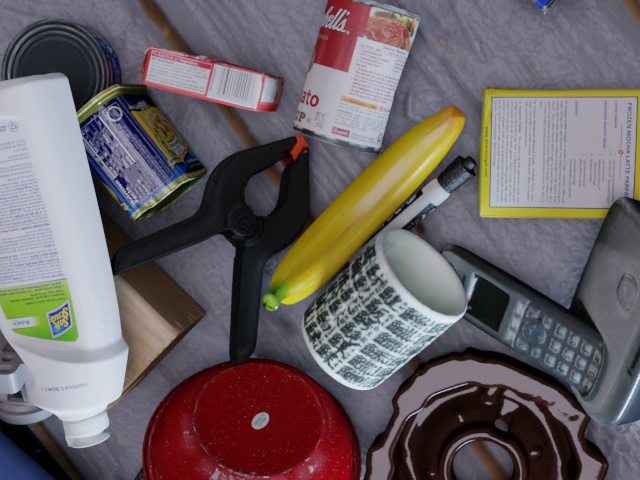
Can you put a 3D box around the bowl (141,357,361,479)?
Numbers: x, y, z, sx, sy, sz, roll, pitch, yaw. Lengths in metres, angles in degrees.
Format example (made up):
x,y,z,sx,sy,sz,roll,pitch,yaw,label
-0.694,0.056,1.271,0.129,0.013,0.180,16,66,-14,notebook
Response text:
x,y,z,sx,sy,sz,roll,pitch,yaw,label
-0.046,0.140,0.763,0.162,0.162,0.055,18,140,6,bowl

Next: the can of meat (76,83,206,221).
x,y,z,sx,sy,sz,roll,pitch,yaw,label
-0.133,-0.064,0.780,0.057,0.102,0.084,-38,92,10,can of meat

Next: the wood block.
x,y,z,sx,sy,sz,roll,pitch,yaw,label
-0.197,0.021,0.805,0.206,0.090,0.090,45,100,2,wood block

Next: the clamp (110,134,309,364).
x,y,z,sx,sy,sz,roll,pitch,yaw,label
-0.055,0.001,0.776,0.171,0.039,0.120,-46,106,-16,clamp

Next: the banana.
x,y,z,sx,sy,sz,roll,pitch,yaw,label
0.029,-0.018,0.764,0.037,0.070,0.197,45,80,-12,banana

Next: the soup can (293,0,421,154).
x,y,z,sx,sy,sz,roll,pitch,yaw,label
0.025,-0.120,0.765,0.068,0.068,0.102,17,100,6,soup can

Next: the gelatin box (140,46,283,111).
x,y,z,sx,sy,sz,roll,pitch,yaw,label
-0.078,-0.118,0.779,0.089,0.073,0.030,15,98,8,gelatin box

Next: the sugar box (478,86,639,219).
x,y,z,sx,sy,sz,roll,pitch,yaw,label
0.202,-0.062,0.757,0.176,0.048,0.093,2,98,6,sugar box

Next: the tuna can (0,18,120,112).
x,y,z,sx,sy,sz,roll,pitch,yaw,label
-0.197,-0.125,0.816,0.086,0.033,0.086,1,97,9,tuna can

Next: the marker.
x,y,z,sx,sy,sz,roll,pitch,yaw,label
0.067,-0.020,0.782,0.121,0.020,0.020,-41,90,25,marker

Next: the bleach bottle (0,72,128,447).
x,y,z,sx,sy,sz,roll,pitch,yaw,label
-0.193,0.019,0.726,0.103,0.068,0.251,-8,100,23,bleach bottle
